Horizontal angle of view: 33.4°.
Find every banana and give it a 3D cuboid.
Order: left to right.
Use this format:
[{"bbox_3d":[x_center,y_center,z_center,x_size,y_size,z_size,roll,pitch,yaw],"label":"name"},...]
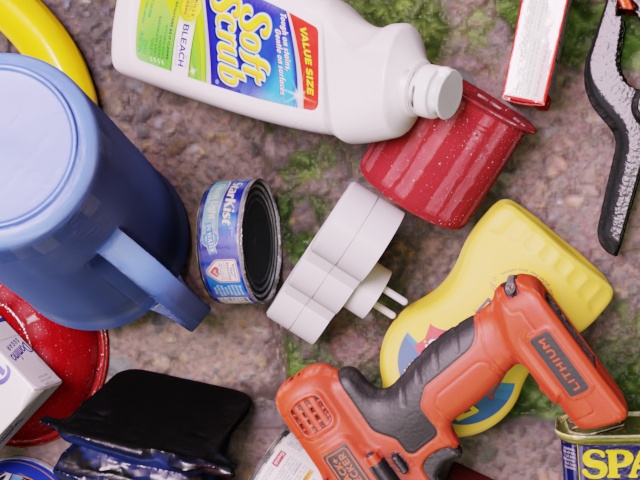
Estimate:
[{"bbox_3d":[-0.227,-0.151,0.784,0.198,0.037,0.070,37,102,7],"label":"banana"}]

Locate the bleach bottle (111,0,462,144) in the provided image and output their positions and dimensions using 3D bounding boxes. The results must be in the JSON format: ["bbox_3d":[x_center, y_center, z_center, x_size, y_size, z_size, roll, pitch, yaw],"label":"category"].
[{"bbox_3d":[-0.022,-0.125,0.676,0.251,0.067,0.102,19,102,34],"label":"bleach bottle"}]

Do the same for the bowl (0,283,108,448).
[{"bbox_3d":[-0.243,0.082,0.798,0.162,0.055,0.162,1,94,14],"label":"bowl"}]

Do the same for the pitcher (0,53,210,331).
[{"bbox_3d":[-0.156,-0.018,0.662,0.149,0.243,0.145,-6,78,1],"label":"pitcher"}]

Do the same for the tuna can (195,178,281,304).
[{"bbox_3d":[-0.055,0.001,0.728,0.034,0.086,0.086,-2,94,15],"label":"tuna can"}]

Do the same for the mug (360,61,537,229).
[{"bbox_3d":[0.072,-0.067,0.697,0.117,0.093,0.081,44,110,39],"label":"mug"}]

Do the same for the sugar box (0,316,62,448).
[{"bbox_3d":[-0.277,0.071,0.752,0.176,0.048,0.093,45,102,8],"label":"sugar box"}]

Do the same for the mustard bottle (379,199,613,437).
[{"bbox_3d":[0.096,0.072,0.710,0.096,0.058,0.192,39,103,-2],"label":"mustard bottle"}]

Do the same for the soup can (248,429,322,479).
[{"bbox_3d":[0.001,0.186,0.739,0.102,0.068,0.068,32,101,10],"label":"soup can"}]

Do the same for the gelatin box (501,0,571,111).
[{"bbox_3d":[0.138,-0.129,0.675,0.030,0.073,0.089,12,97,12],"label":"gelatin box"}]

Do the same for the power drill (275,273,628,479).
[{"bbox_3d":[0.090,0.123,0.658,0.188,0.057,0.184,-35,92,13],"label":"power drill"}]
